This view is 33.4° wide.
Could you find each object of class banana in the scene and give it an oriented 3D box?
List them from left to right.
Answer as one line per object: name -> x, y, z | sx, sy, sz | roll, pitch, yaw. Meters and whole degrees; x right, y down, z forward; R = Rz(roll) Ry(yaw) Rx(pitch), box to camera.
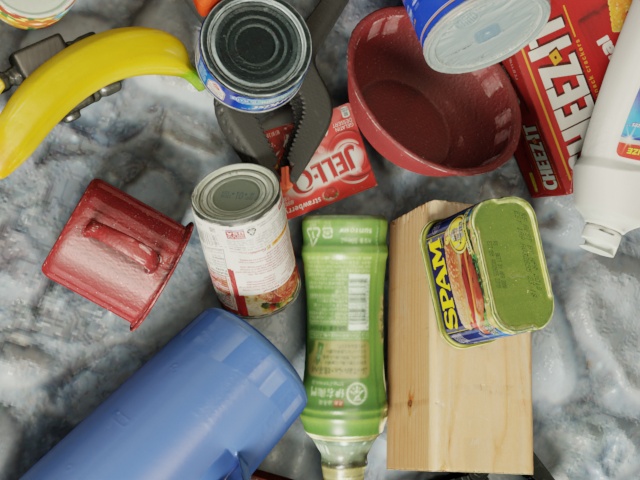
banana -> -0.167, -0.113, 0.782 | 0.197, 0.037, 0.069 | -30, 99, -32

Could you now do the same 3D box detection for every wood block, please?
wood block -> 0.110, 0.081, 0.857 | 0.090, 0.091, 0.206 | 6, 78, -18

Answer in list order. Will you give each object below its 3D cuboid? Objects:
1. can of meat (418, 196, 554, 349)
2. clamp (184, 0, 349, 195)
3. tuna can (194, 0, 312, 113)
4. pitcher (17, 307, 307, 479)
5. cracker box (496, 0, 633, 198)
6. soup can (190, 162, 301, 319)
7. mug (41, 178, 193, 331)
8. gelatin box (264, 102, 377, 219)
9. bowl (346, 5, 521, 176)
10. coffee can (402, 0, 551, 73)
can of meat -> 0.121, 0.024, 0.777 | 0.057, 0.084, 0.102 | -9, 82, -21
clamp -> -0.048, -0.138, 0.832 | 0.164, 0.036, 0.210 | 7, 73, -16
tuna can -> -0.049, -0.141, 0.794 | 0.086, 0.034, 0.086 | 2, 77, -11
pitcher -> -0.116, 0.171, 0.768 | 0.149, 0.145, 0.242 | 44, 71, 0
cracker box -> 0.259, -0.153, 0.938 | 0.213, 0.072, 0.164 | -25, 98, -17
soup can -> -0.055, 0.001, 0.806 | 0.068, 0.069, 0.102 | -27, 135, -17
mug -> -0.148, 0.007, 0.775 | 0.081, 0.117, 0.093 | 30, 81, -12
gelatin box -> -0.006, -0.064, 0.867 | 0.089, 0.030, 0.073 | -21, 97, -18
bowl -> 0.081, -0.110, 0.866 | 0.162, 0.055, 0.162 | 14, 56, -23
coffee can -> 0.107, -0.218, 0.842 | 0.102, 0.103, 0.140 | -12, 68, -19
